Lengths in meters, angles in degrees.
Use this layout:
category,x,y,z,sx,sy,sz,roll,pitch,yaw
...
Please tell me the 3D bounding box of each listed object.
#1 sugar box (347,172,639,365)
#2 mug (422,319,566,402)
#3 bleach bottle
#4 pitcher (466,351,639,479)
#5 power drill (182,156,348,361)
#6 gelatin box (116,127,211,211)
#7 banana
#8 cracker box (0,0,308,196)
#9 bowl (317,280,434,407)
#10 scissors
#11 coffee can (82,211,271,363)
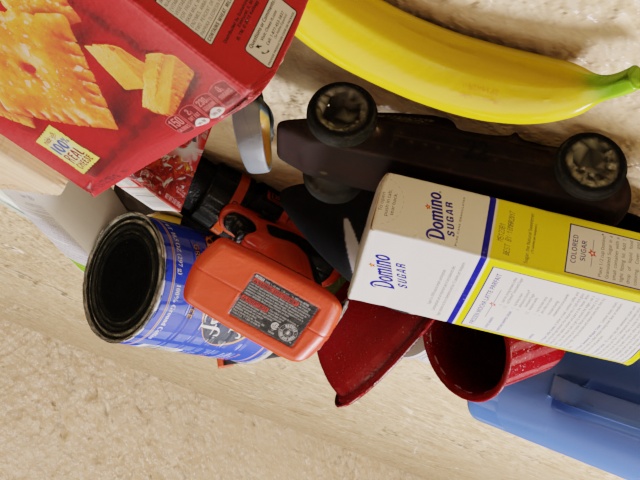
category,x,y,z,sx,sy,sz,roll,pitch,yaw
sugar box,0.109,0.018,0.608,0.176,0.048,0.093,16,152,1
mug,0.144,0.063,0.836,0.081,0.117,0.093,-12,-138,-37
bleach bottle,-0.193,-0.005,0.909,0.103,0.068,0.250,24,155,37
pitcher,0.250,0.136,0.907,0.243,0.144,0.149,15,136,24
power drill,-0.055,0.001,0.779,0.184,0.057,0.187,28,-162,-13
gelatin box,-0.117,-0.070,0.710,0.030,0.073,0.089,6,160,36
banana,0.047,-0.095,0.501,0.197,0.037,0.070,18,147,-2
cracker box,-0.138,-0.118,0.463,0.213,0.072,0.164,35,149,-25
bowl,0.045,0.050,0.826,0.055,0.162,0.162,41,163,-3
scissors,-0.039,-0.089,0.625,0.016,0.096,0.202,-8,-166,1
coffee can,-0.104,0.041,0.861,0.103,0.103,0.140,4,172,45
